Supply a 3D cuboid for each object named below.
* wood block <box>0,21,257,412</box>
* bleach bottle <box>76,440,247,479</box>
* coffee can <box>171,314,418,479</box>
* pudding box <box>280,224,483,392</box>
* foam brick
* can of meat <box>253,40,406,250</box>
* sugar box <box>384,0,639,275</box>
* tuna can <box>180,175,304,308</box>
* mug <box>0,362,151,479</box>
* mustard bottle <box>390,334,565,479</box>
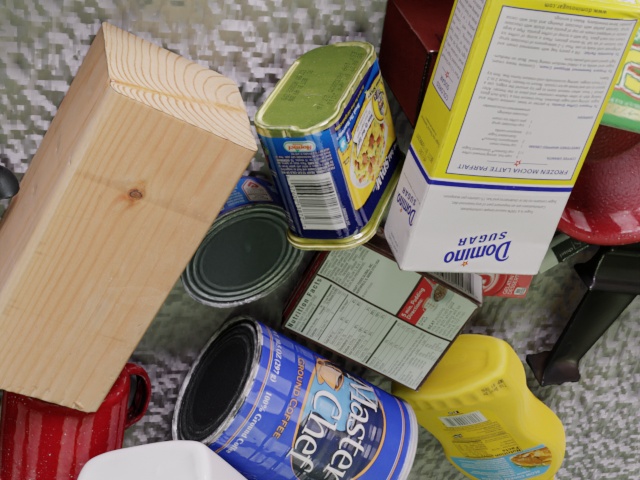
[{"bbox_3d":[-0.131,-0.008,0.634,0.090,0.090,0.206,22,117,-27],"label":"wood block"},{"bbox_3d":[-0.063,0.218,0.745,0.103,0.068,0.250,-14,144,18],"label":"bleach bottle"},{"bbox_3d":[-0.017,0.128,0.746,0.140,0.103,0.103,31,112,-24],"label":"coffee can"},{"bbox_3d":[0.041,0.042,0.732,0.113,0.039,0.090,28,119,-8],"label":"pudding box"},{"bbox_3d":[0.071,-0.106,0.629,0.053,0.078,0.051,-3,128,-13],"label":"foam brick"},{"bbox_3d":[0.007,-0.058,0.632,0.058,0.102,0.084,1,129,25],"label":"can of meat"},{"bbox_3d":[0.102,-0.062,0.592,0.093,0.048,0.176,3,129,-19],"label":"sugar box"},{"bbox_3d":[-0.054,0.001,0.686,0.086,0.034,0.086,-17,137,-17],"label":"tuna can"},{"bbox_3d":[-0.163,0.118,0.723,0.117,0.093,0.081,-15,128,-41],"label":"mug"},{"bbox_3d":[0.138,0.150,0.839,0.096,0.058,0.191,-16,133,27],"label":"mustard bottle"}]
